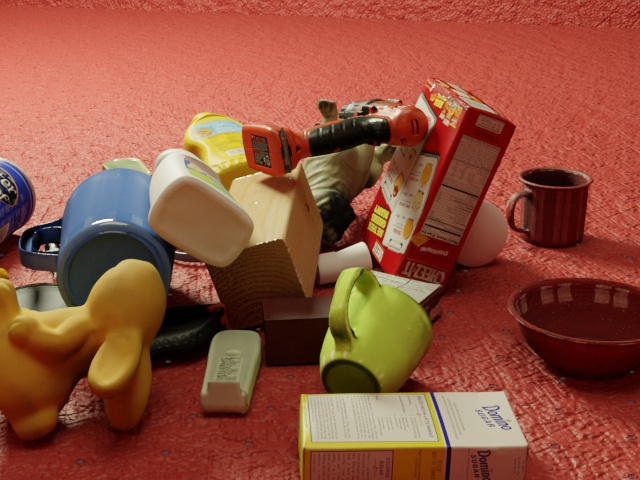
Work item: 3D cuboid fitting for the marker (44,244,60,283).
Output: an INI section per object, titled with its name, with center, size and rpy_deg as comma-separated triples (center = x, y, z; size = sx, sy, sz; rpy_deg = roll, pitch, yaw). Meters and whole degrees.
[marker]
center = -0.313, 0.026, 1.269
size = 0.020, 0.020, 0.121
rpy_deg = -7, 21, -18

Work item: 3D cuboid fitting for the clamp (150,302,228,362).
[clamp]
center = -0.176, 0.096, 1.056
size = 0.171, 0.039, 0.120
rpy_deg = -18, 30, -38

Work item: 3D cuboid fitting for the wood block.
[wood block]
center = -0.057, 0.002, 1.176
size = 0.090, 0.091, 0.206
rpy_deg = -15, 24, 12

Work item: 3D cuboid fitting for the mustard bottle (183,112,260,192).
[mustard bottle]
center = -0.133, -0.125, 1.451
size = 0.096, 0.058, 0.192
rpy_deg = -12, 36, -22

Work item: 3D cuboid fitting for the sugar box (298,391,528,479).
[sugar box]
center = 0.071, 0.161, 0.864
size = 0.176, 0.048, 0.093
rpy_deg = 2, 20, -3

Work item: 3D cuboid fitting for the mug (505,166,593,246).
[mug]
center = 0.285, -0.040, 1.351
size = 0.117, 0.081, 0.093
rpy_deg = -11, 23, -27

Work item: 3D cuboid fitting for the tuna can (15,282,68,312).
[tuna can]
center = -0.294, 0.075, 1.114
size = 0.086, 0.034, 0.086
rpy_deg = 0, 20, 0

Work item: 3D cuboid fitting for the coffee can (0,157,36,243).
[coffee can]
center = -0.427, -0.035, 1.317
size = 0.103, 0.103, 0.140
rpy_deg = 3, 21, 8

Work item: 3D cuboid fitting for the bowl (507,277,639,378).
[bowl]
center = 0.262, 0.090, 1.038
size = 0.162, 0.055, 0.162
rpy_deg = 0, 20, 0

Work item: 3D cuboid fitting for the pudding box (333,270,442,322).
[pudding box]
center = 0.066, 0.072, 1.116
size = 0.090, 0.039, 0.113
rpy_deg = 11, 21, 28

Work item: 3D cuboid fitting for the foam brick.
[foam brick]
center = -0.018, 0.089, 1.050
size = 0.078, 0.051, 0.053
rpy_deg = -2, 21, -3

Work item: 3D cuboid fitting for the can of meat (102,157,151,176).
[can of meat]
center = -0.251, -0.055, 1.395
size = 0.057, 0.084, 0.102
rpy_deg = -8, 22, -20

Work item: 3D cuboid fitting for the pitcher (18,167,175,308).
[pitcher]
center = -0.222, 0.009, 1.111
size = 0.145, 0.149, 0.243
rpy_deg = 42, 4, -15

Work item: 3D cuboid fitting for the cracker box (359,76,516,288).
[cracker box]
center = 0.132, -0.065, 1.228
size = 0.072, 0.214, 0.164
rpy_deg = 17, 16, -17

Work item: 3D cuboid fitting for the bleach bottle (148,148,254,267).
[bleach bottle]
center = -0.140, -0.052, 1.120
size = 0.102, 0.068, 0.251
rpy_deg = 34, 7, -22

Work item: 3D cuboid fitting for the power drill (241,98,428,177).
[power drill]
center = 0.008, -0.125, 1.233
size = 0.187, 0.057, 0.185
rpy_deg = -16, 14, -20
